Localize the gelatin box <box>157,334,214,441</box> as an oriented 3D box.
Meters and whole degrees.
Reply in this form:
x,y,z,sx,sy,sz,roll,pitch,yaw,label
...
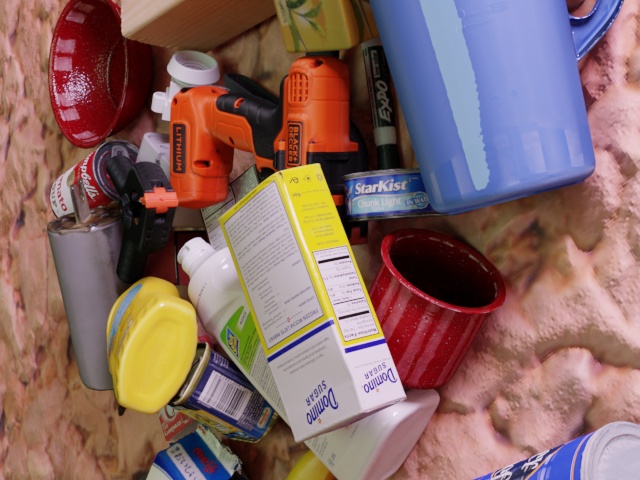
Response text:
x,y,z,sx,sy,sz,roll,pitch,yaw,label
-0.128,0.142,1.024,0.089,0.030,0.073,-41,62,41,gelatin box

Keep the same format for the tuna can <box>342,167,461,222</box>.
x,y,z,sx,sy,sz,roll,pitch,yaw,label
0.059,-0.033,0.768,0.086,0.085,0.034,-4,90,48,tuna can

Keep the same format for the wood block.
x,y,z,sx,sy,sz,roll,pitch,yaw,label
-0.079,-0.239,0.909,0.207,0.090,0.090,-16,73,47,wood block

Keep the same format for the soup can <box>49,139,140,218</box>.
x,y,z,sx,sy,sz,roll,pitch,yaw,label
-0.228,-0.055,1.103,0.102,0.068,0.068,-24,73,47,soup can

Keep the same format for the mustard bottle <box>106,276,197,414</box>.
x,y,z,sx,sy,sz,roll,pitch,yaw,label
-0.154,0.082,0.941,0.192,0.058,0.096,-154,84,-73,mustard bottle

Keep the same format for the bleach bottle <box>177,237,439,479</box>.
x,y,z,sx,sy,sz,roll,pitch,yaw,label
-0.025,0.079,0.847,0.251,0.067,0.103,43,127,26,bleach bottle

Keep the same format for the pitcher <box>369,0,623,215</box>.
x,y,z,sx,sy,sz,roll,pitch,yaw,label
0.106,-0.147,0.680,0.149,0.144,0.243,-14,90,51,pitcher

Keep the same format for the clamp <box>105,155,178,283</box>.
x,y,z,sx,sy,sz,roll,pitch,yaw,label
-0.161,-0.035,0.943,0.172,0.039,0.120,-32,71,63,clamp

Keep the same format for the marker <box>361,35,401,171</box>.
x,y,z,sx,sy,sz,roll,pitch,yaw,label
0.047,-0.105,0.828,0.020,0.020,0.121,-13,81,48,marker

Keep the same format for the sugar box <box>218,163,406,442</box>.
x,y,z,sx,sy,sz,roll,pitch,yaw,label
-0.008,0.045,0.751,0.094,0.048,0.176,-35,73,51,sugar box

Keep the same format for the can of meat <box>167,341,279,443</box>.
x,y,z,sx,sy,sz,roll,pitch,yaw,label
-0.087,0.132,0.918,0.057,0.084,0.102,-64,18,-17,can of meat

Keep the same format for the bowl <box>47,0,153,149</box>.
x,y,z,sx,sy,sz,roll,pitch,yaw,label
-0.219,-0.174,1.097,0.162,0.055,0.162,2,93,48,bowl

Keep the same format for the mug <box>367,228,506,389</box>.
x,y,z,sx,sy,sz,roll,pitch,yaw,label
0.068,0.043,0.764,0.082,0.093,0.117,-67,31,31,mug

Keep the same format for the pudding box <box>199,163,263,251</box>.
x,y,z,sx,sy,sz,roll,pitch,yaw,label
-0.056,0.001,0.934,0.090,0.039,0.113,-34,65,43,pudding box

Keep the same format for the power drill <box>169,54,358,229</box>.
x,y,z,sx,sy,sz,roll,pitch,yaw,label
-0.047,-0.054,0.854,0.188,0.057,0.184,9,99,46,power drill

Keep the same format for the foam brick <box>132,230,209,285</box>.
x,y,z,sx,sy,sz,roll,pitch,yaw,label
-0.138,0.018,1.015,0.078,0.052,0.051,-4,88,49,foam brick
